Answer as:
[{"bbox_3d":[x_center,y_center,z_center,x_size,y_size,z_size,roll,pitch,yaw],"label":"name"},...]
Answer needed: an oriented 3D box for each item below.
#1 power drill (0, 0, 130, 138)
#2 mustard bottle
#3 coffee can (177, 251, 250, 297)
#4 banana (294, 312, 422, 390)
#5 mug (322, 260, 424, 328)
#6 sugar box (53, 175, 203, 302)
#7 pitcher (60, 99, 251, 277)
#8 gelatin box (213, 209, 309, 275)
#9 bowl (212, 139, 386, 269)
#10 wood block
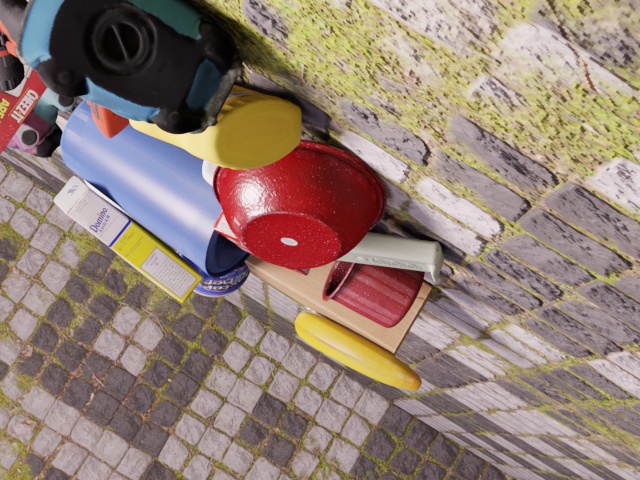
[{"bbox_3d":[-0.261,-0.175,1.021,0.188,0.057,0.184,30,152,11],"label":"power drill"},{"bbox_3d":[-0.110,-0.112,0.920,0.192,0.096,0.058,24,123,43],"label":"mustard bottle"},{"bbox_3d":[-0.133,0.009,1.379,0.103,0.102,0.140,32,162,0],"label":"coffee can"},{"bbox_3d":[0.033,0.126,1.278,0.198,0.037,0.069,26,-172,39],"label":"banana"},{"bbox_3d":[0.060,0.038,1.169,0.081,0.093,0.117,29,-158,-10],"label":"mug"},{"bbox_3d":[-0.225,-0.003,1.252,0.176,0.048,0.093,43,173,-26],"label":"sugar box"},{"bbox_3d":[-0.176,-0.065,1.220,0.243,0.149,0.144,32,-170,20],"label":"pitcher"},{"bbox_3d":[-0.057,0.001,1.107,0.089,0.030,0.073,22,171,26],"label":"gelatin box"},{"bbox_3d":[-0.023,-0.021,0.963,0.162,0.055,0.162,7,147,4],"label":"bowl"},{"bbox_3d":[0.022,0.047,1.288,0.206,0.091,0.090,30,171,8],"label":"wood block"}]
